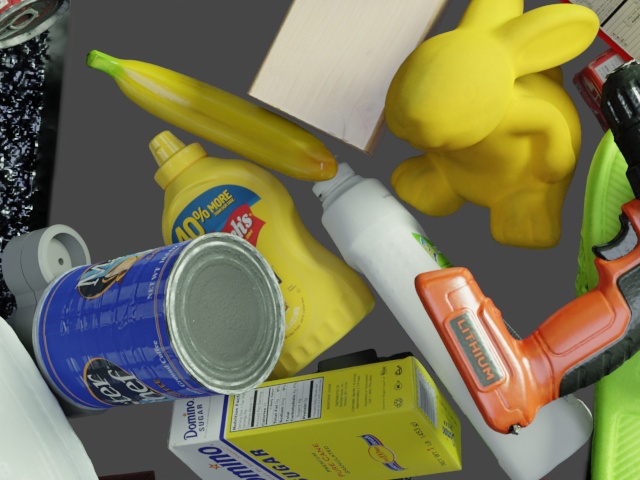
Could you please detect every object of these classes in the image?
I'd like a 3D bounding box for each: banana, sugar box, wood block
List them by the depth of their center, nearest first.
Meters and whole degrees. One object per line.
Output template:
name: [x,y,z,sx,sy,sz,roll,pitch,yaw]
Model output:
sugar box: [-0.003,0.130,0.715,0.176,0.093,0.048,-15,48,20]
wood block: [0.041,-0.169,0.725,0.091,0.090,0.206,27,94,4]
banana: [-0.069,-0.082,0.743,0.198,0.069,0.037,24,106,16]

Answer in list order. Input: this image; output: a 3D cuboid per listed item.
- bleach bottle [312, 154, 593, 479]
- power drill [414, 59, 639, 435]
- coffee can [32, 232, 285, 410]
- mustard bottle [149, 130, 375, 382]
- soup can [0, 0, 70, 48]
bleach bottle: [0.081,0.046,0.732,0.068,0.102,0.251,-40,82,8]
power drill: [0.152,0.013,0.611,0.188,0.057,0.184,-27,83,9]
coffee can: [-0.108,0.057,0.708,0.141,0.102,0.103,-13,90,40]
mustard bottle: [-0.055,0.001,0.753,0.096,0.058,0.191,-40,87,22]
soup can: [-0.234,-0.198,0.761,0.068,0.068,0.102,-32,88,5]
